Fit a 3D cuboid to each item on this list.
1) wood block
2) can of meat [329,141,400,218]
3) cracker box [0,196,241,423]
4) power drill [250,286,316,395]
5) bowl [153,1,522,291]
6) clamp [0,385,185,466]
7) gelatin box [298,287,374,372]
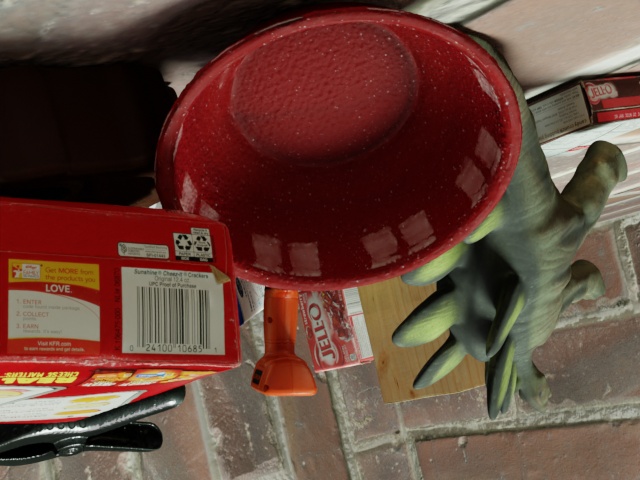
[{"bbox_3d":[0.091,0.028,0.925,0.090,0.206,0.090,-7,172,-42],"label":"wood block"},{"bbox_3d":[0.011,-0.049,0.586,0.057,0.084,0.102,-10,174,-27],"label":"can of meat"},{"bbox_3d":[-0.157,0.040,0.485,0.163,0.072,0.214,4,164,-31],"label":"cracker box"},{"bbox_3d":[-0.032,0.055,1.035,0.057,0.187,0.184,3,175,-9],"label":"power drill"},{"bbox_3d":[0.006,-0.050,0.482,0.162,0.055,0.162,-5,136,-5],"label":"bowl"},{"bbox_3d":[-0.191,0.150,0.831,0.171,0.039,0.120,-8,147,-13],"label":"clamp"},{"bbox_3d":[0.016,0.089,1.115,0.030,0.089,0.073,-9,173,-42],"label":"gelatin box"}]
